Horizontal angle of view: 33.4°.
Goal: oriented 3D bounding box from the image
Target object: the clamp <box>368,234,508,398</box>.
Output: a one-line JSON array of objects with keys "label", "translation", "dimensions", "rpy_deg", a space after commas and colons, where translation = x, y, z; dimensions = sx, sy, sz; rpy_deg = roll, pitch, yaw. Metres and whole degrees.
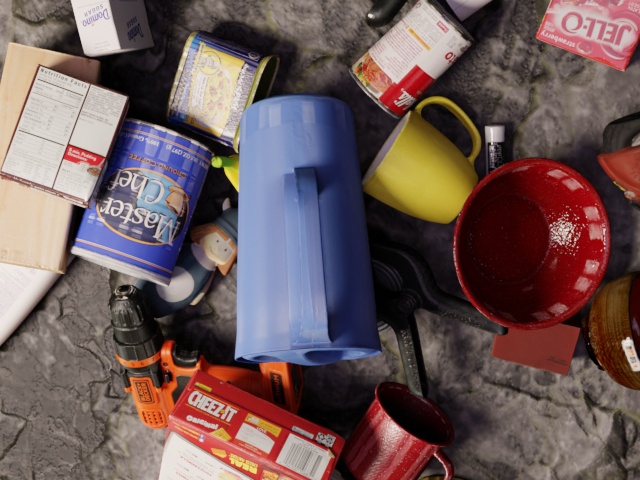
[{"label": "clamp", "translation": [0.084, 0.069, 1.039], "dimensions": [0.171, 0.039, 0.120], "rpy_deg": [42, 106, 9]}]

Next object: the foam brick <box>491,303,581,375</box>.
[{"label": "foam brick", "translation": [0.211, 0.093, 1.047], "dimensions": [0.078, 0.051, 0.053], "rpy_deg": [15, 105, 9]}]

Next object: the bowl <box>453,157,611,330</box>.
[{"label": "bowl", "translation": [0.191, 0.001, 1.012], "dimensions": [0.162, 0.055, 0.162], "rpy_deg": [-2, 96, -16]}]

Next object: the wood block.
[{"label": "wood block", "translation": [-0.279, -0.077, 1.052], "dimensions": [0.090, 0.091, 0.206], "rpy_deg": [11, 84, -10]}]

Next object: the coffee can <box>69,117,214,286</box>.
[{"label": "coffee can", "translation": [-0.175, -0.037, 1.051], "dimensions": [0.103, 0.103, 0.140], "rpy_deg": [18, 83, 8]}]

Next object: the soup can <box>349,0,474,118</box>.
[{"label": "soup can", "translation": [0.086, -0.175, 1.007], "dimensions": [0.068, 0.068, 0.102], "rpy_deg": [45, 106, 0]}]

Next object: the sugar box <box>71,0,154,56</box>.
[{"label": "sugar box", "translation": [-0.215, -0.269, 1.037], "dimensions": [0.048, 0.093, 0.176], "rpy_deg": [-7, 100, 14]}]

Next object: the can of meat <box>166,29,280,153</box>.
[{"label": "can of meat", "translation": [-0.098, -0.149, 1.058], "dimensions": [0.084, 0.057, 0.102], "rpy_deg": [22, 105, 9]}]

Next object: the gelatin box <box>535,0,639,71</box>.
[{"label": "gelatin box", "translation": [0.254, -0.205, 0.984], "dimensions": [0.089, 0.030, 0.073], "rpy_deg": [23, 106, 6]}]

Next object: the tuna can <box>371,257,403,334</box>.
[{"label": "tuna can", "translation": [0.046, 0.052, 1.082], "dimensions": [0.086, 0.033, 0.086], "rpy_deg": [2, 102, 11]}]

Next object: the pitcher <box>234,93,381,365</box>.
[{"label": "pitcher", "translation": [-0.015, -0.009, 0.976], "dimensions": [0.149, 0.144, 0.243], "rpy_deg": [-13, 75, 41]}]

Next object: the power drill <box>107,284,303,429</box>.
[{"label": "power drill", "translation": [-0.117, 0.120, 1.094], "dimensions": [0.188, 0.057, 0.184], "rpy_deg": [1, 129, 12]}]

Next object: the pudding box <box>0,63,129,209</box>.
[{"label": "pudding box", "translation": [-0.238, -0.096, 0.995], "dimensions": [0.090, 0.039, 0.113], "rpy_deg": [19, 81, -7]}]

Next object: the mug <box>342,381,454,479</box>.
[{"label": "mug", "translation": [0.084, 0.211, 1.077], "dimensions": [0.117, 0.093, 0.082], "rpy_deg": [41, 113, 22]}]

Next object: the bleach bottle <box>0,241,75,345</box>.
[{"label": "bleach bottle", "translation": [-0.377, 0.069, 1.161], "dimensions": [0.102, 0.068, 0.251], "rpy_deg": [44, 109, 0]}]

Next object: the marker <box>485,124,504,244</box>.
[{"label": "marker", "translation": [0.170, -0.052, 1.041], "dimensions": [0.020, 0.020, 0.121], "rpy_deg": [0, 102, 12]}]

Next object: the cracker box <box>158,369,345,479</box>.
[{"label": "cracker box", "translation": [-0.078, 0.242, 1.083], "dimensions": [0.164, 0.072, 0.214], "rpy_deg": [24, 139, 7]}]
